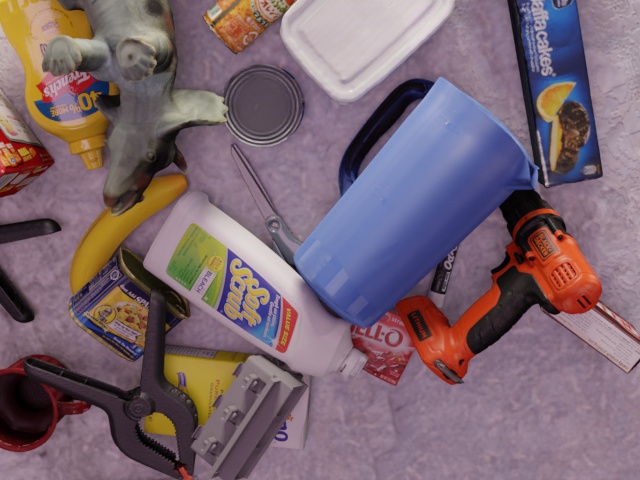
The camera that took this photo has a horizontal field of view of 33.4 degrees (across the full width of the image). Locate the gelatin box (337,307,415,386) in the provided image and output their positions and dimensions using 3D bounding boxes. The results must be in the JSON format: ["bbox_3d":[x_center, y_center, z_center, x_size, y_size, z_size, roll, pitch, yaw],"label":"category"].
[{"bbox_3d":[0.057,0.103,1.141,0.089,0.030,0.073,25,101,1],"label":"gelatin box"}]

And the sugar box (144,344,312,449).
[{"bbox_3d":[-0.099,0.170,1.159,0.176,0.048,0.093,5,100,6],"label":"sugar box"}]

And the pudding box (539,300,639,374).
[{"bbox_3d":[0.274,0.079,1.086,0.113,0.090,0.039,35,101,-1],"label":"pudding box"}]

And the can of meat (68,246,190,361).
[{"bbox_3d":[-0.203,0.071,1.134,0.084,0.057,0.102,-42,120,10],"label":"can of meat"}]

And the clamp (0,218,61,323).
[{"bbox_3d":[-0.371,0.019,1.165,0.171,0.039,0.120,13,96,9],"label":"clamp"}]

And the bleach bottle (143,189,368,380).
[{"bbox_3d":[-0.057,0.057,1.112,0.251,0.068,0.103,34,107,6],"label":"bleach bottle"}]

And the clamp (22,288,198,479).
[{"bbox_3d":[-0.200,0.169,1.118,0.164,0.036,0.210,-22,108,4],"label":"clamp"}]

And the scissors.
[{"bbox_3d":[-0.057,0.001,1.143,0.096,0.016,0.202,-43,93,10],"label":"scissors"}]

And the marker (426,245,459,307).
[{"bbox_3d":[0.135,0.011,1.124,0.020,0.020,0.121,15,101,3],"label":"marker"}]

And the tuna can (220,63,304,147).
[{"bbox_3d":[-0.059,-0.140,1.110,0.086,0.033,0.086,1,100,5],"label":"tuna can"}]

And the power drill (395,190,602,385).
[{"bbox_3d":[0.167,0.040,1.060,0.188,0.184,0.057,-40,128,15],"label":"power drill"}]

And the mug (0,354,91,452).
[{"bbox_3d":[-0.306,0.172,1.161,0.117,0.081,0.093,0,99,6],"label":"mug"}]

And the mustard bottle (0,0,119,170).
[{"bbox_3d":[-0.263,-0.167,1.112,0.096,0.058,0.191,-17,98,-8],"label":"mustard bottle"}]

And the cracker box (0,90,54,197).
[{"bbox_3d":[-0.380,-0.139,1.076,0.072,0.164,0.213,-37,95,8],"label":"cracker box"}]

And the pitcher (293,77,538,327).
[{"bbox_3d":[0.083,-0.039,1.064,0.145,0.149,0.243,41,98,-14],"label":"pitcher"}]

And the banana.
[{"bbox_3d":[-0.219,0.000,1.150,0.069,0.037,0.198,25,106,-29],"label":"banana"}]
